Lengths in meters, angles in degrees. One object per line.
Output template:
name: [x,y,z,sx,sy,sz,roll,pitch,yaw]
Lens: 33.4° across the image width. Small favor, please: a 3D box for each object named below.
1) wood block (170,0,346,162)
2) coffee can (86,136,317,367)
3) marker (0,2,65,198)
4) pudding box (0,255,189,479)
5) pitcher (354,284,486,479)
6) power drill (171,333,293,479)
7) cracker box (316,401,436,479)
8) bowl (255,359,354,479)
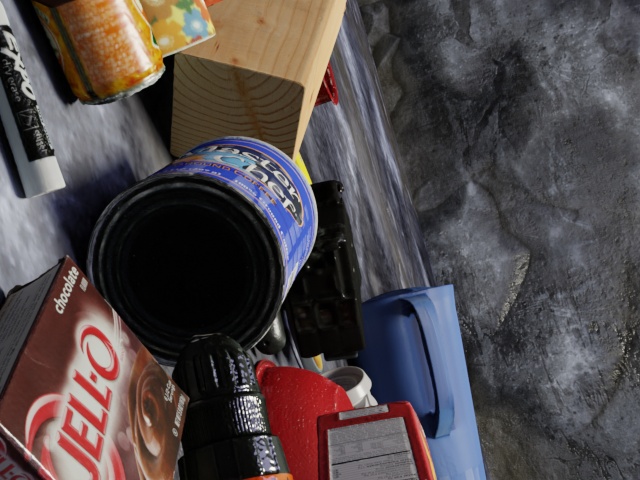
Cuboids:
wood block: [-0.038,-0.151,0.792,0.091,0.090,0.206,102,2,-45]
coffee can: [-0.060,0.001,0.599,0.140,0.103,0.103,-63,136,-76]
marker: [-0.147,-0.080,0.495,0.020,0.020,0.121,-44,117,-79]
pudding box: [-0.097,0.073,0.419,0.090,0.039,0.113,56,15,-25]
pitcher: [0.113,0.174,1.207,0.149,0.145,0.243,-3,79,-59]
power drill: [-0.032,0.153,0.547,0.187,0.057,0.184,77,0,-70]
cracker box: [0.047,0.203,0.601,0.213,0.072,0.164,-96,174,-80]
bowl: [0.001,0.162,0.813,0.162,0.055,0.162,-17,90,-81]
